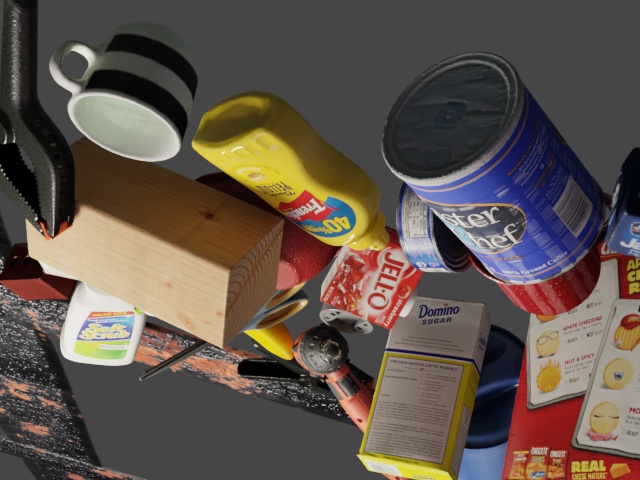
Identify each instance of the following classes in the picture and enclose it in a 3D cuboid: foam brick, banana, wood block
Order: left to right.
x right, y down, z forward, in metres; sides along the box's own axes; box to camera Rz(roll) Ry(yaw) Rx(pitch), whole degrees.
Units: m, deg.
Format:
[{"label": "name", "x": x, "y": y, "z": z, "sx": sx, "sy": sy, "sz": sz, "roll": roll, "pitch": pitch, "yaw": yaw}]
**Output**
[{"label": "foam brick", "x": -0.323, "y": 0.035, "z": 1.236, "sx": 0.078, "sy": 0.053, "sz": 0.051, "roll": -4, "pitch": 147, "yaw": 36}, {"label": "wood block", "x": -0.146, "y": -0.003, "z": 0.927, "sx": 0.206, "sy": 0.090, "sz": 0.090, "roll": 23, "pitch": 130, "yaw": 18}, {"label": "banana", "x": -0.105, "y": 0.082, "z": 1.202, "sx": 0.197, "sy": 0.037, "sz": 0.070, "roll": 21, "pitch": 139, "yaw": -18}]

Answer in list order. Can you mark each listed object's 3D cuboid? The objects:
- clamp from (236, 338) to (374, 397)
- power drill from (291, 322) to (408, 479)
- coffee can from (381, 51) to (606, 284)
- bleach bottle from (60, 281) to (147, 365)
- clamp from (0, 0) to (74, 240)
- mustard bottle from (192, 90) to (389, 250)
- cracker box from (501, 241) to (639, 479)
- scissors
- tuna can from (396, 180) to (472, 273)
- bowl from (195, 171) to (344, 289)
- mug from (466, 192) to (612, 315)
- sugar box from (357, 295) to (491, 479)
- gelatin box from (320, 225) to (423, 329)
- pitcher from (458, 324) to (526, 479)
[{"label": "clamp", "x": -0.021, "y": 0.162, "z": 1.317, "sx": 0.171, "sy": 0.039, "sz": 0.120, "roll": 23, "pitch": 155, "yaw": -13}, {"label": "power drill", "x": 0.043, "y": 0.170, "z": 1.151, "sx": 0.187, "sy": 0.057, "sz": 0.184, "roll": 53, "pitch": 173, "yaw": 0}, {"label": "coffee can", "x": 0.122, "y": -0.047, "z": 0.736, "sx": 0.103, "sy": 0.102, "sz": 0.140, "roll": -5, "pitch": 147, "yaw": 38}, {"label": "bleach bottle", "x": -0.255, "y": 0.078, "z": 1.262, "sx": 0.102, "sy": 0.068, "sz": 0.251, "roll": 8, "pitch": 154, "yaw": -10}, {"label": "clamp", "x": -0.257, "y": -0.099, "z": 0.855, "sx": 0.165, "sy": 0.036, "sz": 0.210, "roll": 4, "pitch": 120, "yaw": 35}, {"label": "mustard bottle", "x": -0.008, "y": -0.046, "z": 0.871, "sx": 0.096, "sy": 0.058, "sz": 0.191, "roll": -7, "pitch": 146, "yaw": 45}, {"label": "cracker box", "x": 0.242, "y": 0.104, "z": 0.834, "sx": 0.165, "sy": 0.213, "sz": 0.072, "roll": -11, "pitch": 145, "yaw": 45}, {"label": "scissors", "x": -0.087, "y": 0.080, "z": 1.076, "sx": 0.016, "sy": 0.201, "sz": 0.096, "roll": 52, "pitch": 140, "yaw": 22}, {"label": "tuna can", "x": 0.094, "y": -0.017, "z": 0.832, "sx": 0.034, "sy": 0.086, "sz": 0.086, "roll": -1, "pitch": 149, "yaw": 35}, {"label": "bowl", "x": -0.057, "y": 0.001, "z": 0.999, "sx": 0.162, "sy": 0.055, "sz": 0.162, "roll": 14, "pitch": 155, "yaw": 7}, {"label": "mug", "x": 0.180, "y": 0.002, "z": 0.832, "sx": 0.117, "sy": 0.093, "sz": 0.081, "roll": -32, "pitch": 143, "yaw": 11}, {"label": "sugar box", "x": 0.104, "y": 0.142, "z": 1.039, "sx": 0.093, "sy": 0.176, "sz": 0.048, "roll": 6, "pitch": 150, "yaw": 24}, {"label": "gelatin box", "x": 0.050, "y": 0.029, "z": 0.971, "sx": 0.073, "sy": 0.030, "sz": 0.089, "roll": 23, "pitch": 120, "yaw": -8}, {"label": "pitcher", "x": 0.184, "y": 0.192, "z": 1.157, "sx": 0.149, "sy": 0.145, "sz": 0.242, "roll": 43, "pitch": 170, "yaw": 26}]
